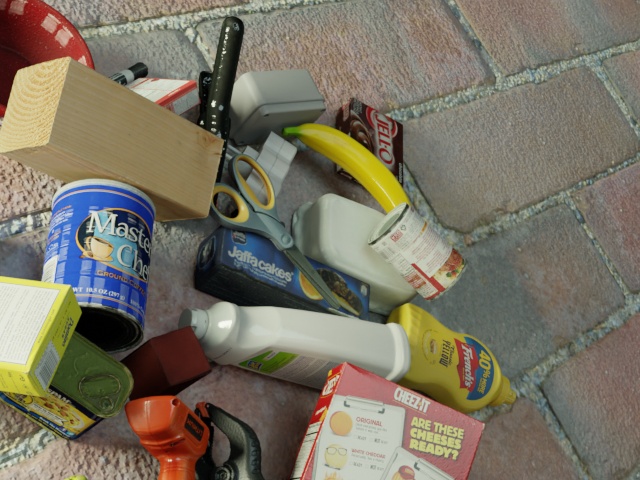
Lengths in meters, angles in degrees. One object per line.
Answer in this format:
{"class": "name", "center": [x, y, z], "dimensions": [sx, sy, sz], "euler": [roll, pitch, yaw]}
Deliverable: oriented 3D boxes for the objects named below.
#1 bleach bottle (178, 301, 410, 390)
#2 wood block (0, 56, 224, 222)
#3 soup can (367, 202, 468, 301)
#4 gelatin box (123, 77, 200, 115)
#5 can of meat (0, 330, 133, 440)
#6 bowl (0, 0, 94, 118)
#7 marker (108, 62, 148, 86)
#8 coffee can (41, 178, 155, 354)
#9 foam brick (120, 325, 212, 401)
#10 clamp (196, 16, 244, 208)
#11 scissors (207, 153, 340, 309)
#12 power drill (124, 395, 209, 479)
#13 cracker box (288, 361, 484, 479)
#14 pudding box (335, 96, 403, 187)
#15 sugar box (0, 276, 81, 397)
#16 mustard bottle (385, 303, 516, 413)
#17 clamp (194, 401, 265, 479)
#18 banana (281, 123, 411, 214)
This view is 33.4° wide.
{"class": "bleach bottle", "center": [-0.031, 0.108, 1.135], "dimensions": [0.250, 0.103, 0.068], "euler": [17, 49, -32]}
{"class": "wood block", "center": [-0.207, -0.096, 1.078], "dimensions": [0.205, 0.090, 0.091], "euler": [26, 68, -45]}
{"class": "soup can", "center": [0.113, 0.013, 1.250], "dimensions": [0.102, 0.069, 0.068], "euler": [43, 45, -9]}
{"class": "gelatin box", "center": [-0.190, -0.153, 1.183], "dimensions": [0.073, 0.089, 0.030], "euler": [-41, 130, -47]}
{"class": "can of meat", "center": [-0.234, 0.130, 0.967], "dimensions": [0.102, 0.084, 0.057], "euler": [37, 46, -15]}
{"class": "bowl", "center": [-0.320, -0.181, 1.113], "dimensions": [0.161, 0.055, 0.162], "euler": [20, 53, -29]}
{"class": "marker", "center": [-0.237, -0.175, 1.204], "dimensions": [0.020, 0.020, 0.120], "euler": [52, 44, -1]}
{"class": "coffee can", "center": [-0.216, 0.026, 1.034], "dimensions": [0.102, 0.103, 0.140], "euler": [20, 53, -29]}
{"class": "foam brick", "center": [-0.154, 0.124, 1.042], "dimensions": [0.052, 0.078, 0.051], "euler": [-15, 76, -44]}
{"class": "clamp", "center": [-0.124, -0.131, 1.217], "dimensions": [0.036, 0.165, 0.210], "euler": [8, 81, -14]}
{"class": "scissors", "center": [-0.058, 0.001, 1.153], "dimensions": [0.096, 0.016, 0.202], "euler": [-25, 87, -36]}
{"class": "power drill", "center": [-0.141, 0.236, 0.934], "dimensions": [0.184, 0.057, 0.187], "euler": [67, 18, -59]}
{"class": "cracker box", "center": [0.051, 0.254, 1.072], "dimensions": [0.164, 0.072, 0.213], "euler": [25, 70, -9]}
{"class": "pudding box", "center": [0.065, -0.123, 1.405], "dimensions": [0.090, 0.039, 0.113], "euler": [24, 51, -27]}
{"class": "sugar box", "center": [-0.303, 0.074, 0.905], "dimensions": [0.176, 0.048, 0.093], "euler": [6, 49, 14]}
{"class": "mustard bottle", "center": [0.162, 0.156, 1.296], "dimensions": [0.191, 0.058, 0.096], "euler": [28, 55, -24]}
{"class": "clamp", "center": [-0.077, 0.230, 1.023], "dimensions": [0.039, 0.120, 0.171], "euler": [54, 20, -64]}
{"class": "banana", "center": [0.042, -0.088, 1.312], "dimensions": [0.198, 0.037, 0.069], "euler": [36, 50, 0]}
